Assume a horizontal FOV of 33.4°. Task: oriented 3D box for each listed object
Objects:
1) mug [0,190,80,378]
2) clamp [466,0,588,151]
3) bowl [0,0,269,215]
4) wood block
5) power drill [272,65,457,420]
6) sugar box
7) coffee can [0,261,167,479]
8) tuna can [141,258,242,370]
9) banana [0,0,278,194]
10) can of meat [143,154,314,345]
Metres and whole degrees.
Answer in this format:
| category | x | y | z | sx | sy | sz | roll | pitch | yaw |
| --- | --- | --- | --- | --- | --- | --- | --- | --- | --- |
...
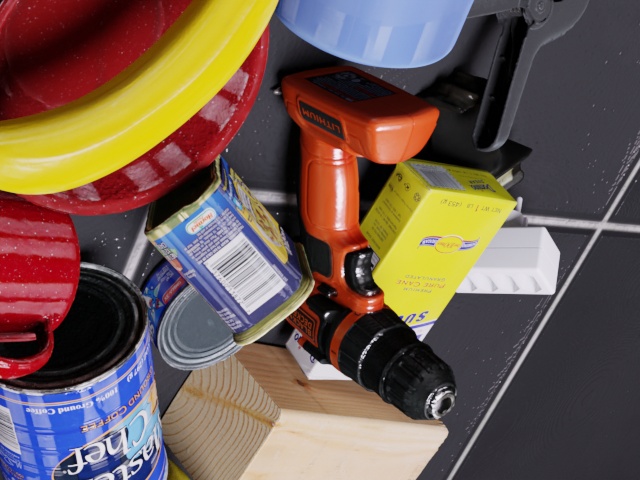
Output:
| category | x | y | z | sx | sy | sz | roll | pitch | yaw |
| --- | --- | --- | --- | --- | --- | --- | --- | --- | --- |
| mug | -0.172 | 0.020 | 0.540 | 0.081 | 0.117 | 0.093 | 5 | 132 | -50 |
| clamp | 0.123 | -0.157 | 0.695 | 0.120 | 0.039 | 0.171 | 45 | 73 | -42 |
| bowl | -0.107 | -0.094 | 0.541 | 0.161 | 0.055 | 0.162 | -24 | 137 | -25 |
| wood block | -0.008 | 0.145 | 0.818 | 0.205 | 0.091 | 0.090 | 17 | 110 | -48 |
| power drill | 0.025 | -0.001 | 0.658 | 0.057 | 0.185 | 0.188 | -15 | 123 | -34 |
| sugar box | 0.056 | 0.026 | 0.768 | 0.093 | 0.048 | 0.176 | 5 | 124 | -39 |
| coffee can | -0.148 | 0.098 | 0.638 | 0.102 | 0.103 | 0.140 | -24 | 137 | -26 |
| tuna can | -0.077 | 0.042 | 0.708 | 0.086 | 0.034 | 0.086 | -24 | 137 | -25 |
| banana | -0.087 | -0.075 | 0.500 | 0.197 | 0.037 | 0.069 | -34 | 141 | -15 |
| can of meat | -0.054 | 0.001 | 0.618 | 0.057 | 0.102 | 0.084 | -38 | 107 | 6 |
